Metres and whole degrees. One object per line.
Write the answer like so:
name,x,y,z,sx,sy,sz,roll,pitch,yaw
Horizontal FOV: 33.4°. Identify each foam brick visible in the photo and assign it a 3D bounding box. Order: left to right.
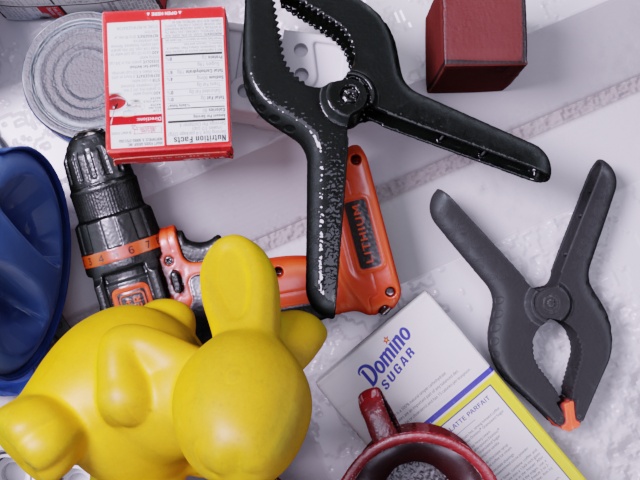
foam brick,0.097,-0.126,0.674,0.053,0.078,0.051,-1,85,-3

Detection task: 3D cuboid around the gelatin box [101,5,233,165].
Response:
gelatin box,-0.089,-0.091,0.631,0.073,0.030,0.089,-3,81,-1

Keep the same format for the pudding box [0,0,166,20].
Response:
pudding box,-0.157,-0.169,0.669,0.113,0.090,0.039,-3,86,0

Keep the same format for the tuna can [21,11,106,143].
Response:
tuna can,-0.148,-0.104,0.693,0.086,0.034,0.086,0,86,0

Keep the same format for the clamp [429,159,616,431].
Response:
clamp,0.150,0.031,0.682,0.120,0.039,0.171,-19,92,3

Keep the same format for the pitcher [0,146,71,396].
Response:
pitcher,-0.279,0.016,0.633,0.243,0.145,0.149,3,86,12

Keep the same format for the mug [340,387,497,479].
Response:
mug,0.051,0.138,0.608,0.093,0.081,0.117,-27,87,4

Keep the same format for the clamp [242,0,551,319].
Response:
clamp,0.011,-0.070,0.624,0.164,0.036,0.210,-39,84,-12

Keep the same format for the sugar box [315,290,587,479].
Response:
sugar box,0.087,0.127,0.671,0.093,0.048,0.176,-39,84,0

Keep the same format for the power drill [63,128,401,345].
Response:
power drill,-0.054,0.001,0.667,0.187,0.057,0.184,-16,97,1
